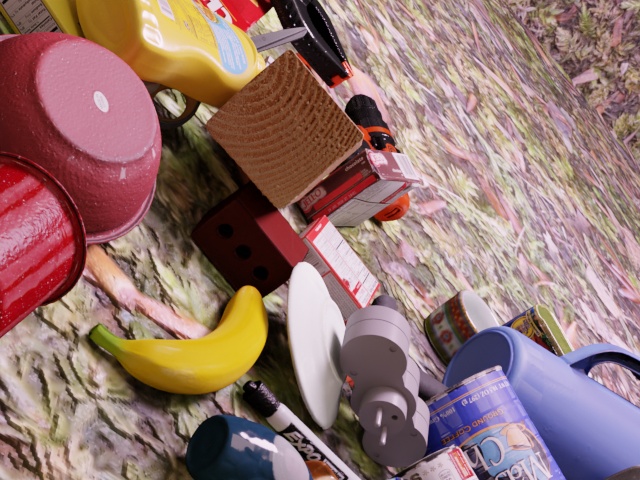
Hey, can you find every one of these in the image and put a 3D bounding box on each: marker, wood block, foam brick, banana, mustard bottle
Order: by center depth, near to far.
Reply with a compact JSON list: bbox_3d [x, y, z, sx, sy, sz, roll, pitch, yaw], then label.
[{"bbox_3d":[-0.077,0.069,0.739,0.069,0.037,0.197,60,23,10],"label":"banana"},{"bbox_3d":[-0.014,0.145,0.780,0.121,0.020,0.020,47,24,-16],"label":"marker"},{"bbox_3d":[-0.104,-0.154,0.852,0.191,0.058,0.096,15,40,-55],"label":"mustard bottle"},{"bbox_3d":[-0.056,0.001,0.855,0.078,0.053,0.051,50,23,-9],"label":"foam brick"},{"bbox_3d":[-0.025,-0.090,0.908,0.091,0.090,0.206,49,4,-2],"label":"wood block"}]

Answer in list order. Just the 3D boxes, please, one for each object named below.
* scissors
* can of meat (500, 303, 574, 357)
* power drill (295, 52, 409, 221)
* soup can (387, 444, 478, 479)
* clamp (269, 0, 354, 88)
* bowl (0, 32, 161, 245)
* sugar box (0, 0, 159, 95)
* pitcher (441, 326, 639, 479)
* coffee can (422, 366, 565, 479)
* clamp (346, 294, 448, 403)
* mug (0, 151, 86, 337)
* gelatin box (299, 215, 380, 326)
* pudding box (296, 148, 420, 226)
[{"bbox_3d":[-0.087,-0.144,0.931,0.201,0.016,0.096,-6,75,-31],"label":"scissors"},{"bbox_3d":[0.238,0.133,1.201,0.057,0.084,0.102,8,51,-60],"label":"can of meat"},{"bbox_3d":[0.022,-0.127,1.175,0.187,0.057,0.184,32,32,-42],"label":"power drill"},{"bbox_3d":[0.104,0.221,0.840,0.068,0.069,0.102,5,53,-61],"label":"soup can"},{"bbox_3d":[-0.030,-0.257,1.107,0.210,0.036,0.164,55,24,-17],"label":"clamp"},{"bbox_3d":[-0.162,-0.080,0.708,0.161,0.055,0.162,27,48,-34],"label":"bowl"},{"bbox_3d":[-0.202,-0.179,0.828,0.176,0.048,0.093,53,23,0],"label":"sugar box"},{"bbox_3d":[0.244,0.178,1.062,0.242,0.145,0.149,35,53,-25],"label":"pitcher"},{"bbox_3d":[0.145,0.193,0.914,0.102,0.103,0.140,3,55,-62],"label":"coffee can"},{"bbox_3d":[0.068,0.116,0.957,0.120,0.039,0.171,51,21,3],"label":"clamp"},{"bbox_3d":[-0.192,0.005,0.555,0.117,0.093,0.081,24,28,7],"label":"mug"},{"bbox_3d":[0.012,0.028,0.979,0.089,0.030,0.073,52,22,-6],"label":"gelatin box"},{"bbox_3d":[0.040,-0.050,1.064,0.113,0.090,0.039,1,58,-63],"label":"pudding box"}]
